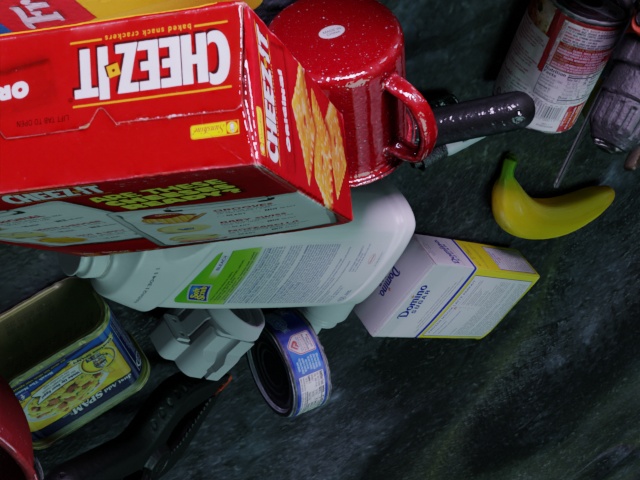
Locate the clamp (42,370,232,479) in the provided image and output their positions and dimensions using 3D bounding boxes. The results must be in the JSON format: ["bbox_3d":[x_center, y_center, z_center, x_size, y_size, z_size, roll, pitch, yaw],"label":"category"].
[{"bbox_3d":[-0.139,0.170,0.802,0.209,0.036,0.165,-44,158,-48],"label":"clamp"}]

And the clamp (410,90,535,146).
[{"bbox_3d":[0.046,-0.072,0.720,0.171,0.039,0.120,-13,-175,-8],"label":"clamp"}]

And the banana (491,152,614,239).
[{"bbox_3d":[0.206,-0.030,0.970,0.197,0.037,0.070,8,129,-51],"label":"banana"}]

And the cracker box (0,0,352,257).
[{"bbox_3d":[-0.083,-0.041,0.497,0.164,0.072,0.213,-7,173,10],"label":"cracker box"}]

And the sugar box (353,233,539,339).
[{"bbox_3d":[0.116,0.045,0.973,0.175,0.048,0.093,10,126,-47],"label":"sugar box"}]

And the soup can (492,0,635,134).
[{"bbox_3d":[0.170,-0.134,0.759,0.068,0.068,0.102,-17,145,-31],"label":"soup can"}]

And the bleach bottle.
[{"bbox_3d":[-0.055,0.001,0.718,0.250,0.068,0.103,0,133,-43],"label":"bleach bottle"}]

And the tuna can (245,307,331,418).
[{"bbox_3d":[-0.028,0.098,0.854,0.033,0.086,0.086,-19,145,-26],"label":"tuna can"}]

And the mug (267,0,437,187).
[{"bbox_3d":[0.018,-0.085,0.626,0.093,0.117,0.081,-42,149,-25],"label":"mug"}]

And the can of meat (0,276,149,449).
[{"bbox_3d":[-0.174,0.080,0.706,0.102,0.057,0.084,-32,147,-11],"label":"can of meat"}]
